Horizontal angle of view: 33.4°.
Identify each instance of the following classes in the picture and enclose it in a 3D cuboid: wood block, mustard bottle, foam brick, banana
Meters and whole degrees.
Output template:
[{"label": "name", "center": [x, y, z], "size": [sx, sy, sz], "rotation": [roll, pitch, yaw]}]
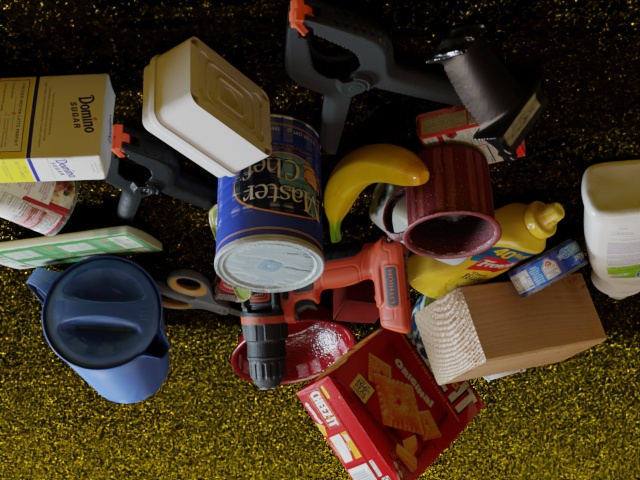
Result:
[{"label": "wood block", "center": [0.225, 0.102, 1.258], "size": [0.205, 0.091, 0.090], "rotation": [-5, 158, -37]}, {"label": "mustard bottle", "center": [0.191, 0.006, 1.184], "size": [0.096, 0.058, 0.192], "rotation": [13, 148, -39]}, {"label": "foam brick", "center": [0.046, 0.050, 1.237], "size": [0.051, 0.078, 0.053], "rotation": [8, 149, -14]}, {"label": "banana", "center": [0.047, -0.059, 1.048], "size": [0.037, 0.069, 0.198], "rotation": [-26, 175, -28]}]

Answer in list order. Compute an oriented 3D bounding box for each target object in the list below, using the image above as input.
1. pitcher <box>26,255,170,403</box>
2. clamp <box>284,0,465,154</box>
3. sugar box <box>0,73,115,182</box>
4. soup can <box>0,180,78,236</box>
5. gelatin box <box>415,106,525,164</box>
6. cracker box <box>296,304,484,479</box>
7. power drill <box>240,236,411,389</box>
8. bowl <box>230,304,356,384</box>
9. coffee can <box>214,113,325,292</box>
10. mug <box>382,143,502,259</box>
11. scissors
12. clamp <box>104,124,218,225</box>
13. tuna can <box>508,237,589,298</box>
[{"label": "pitcher", "center": [-0.254, 0.113, 1.284], "size": [0.145, 0.149, 0.243], "rotation": [-15, 160, -8]}, {"label": "clamp", "center": [0.041, -0.148, 0.933], "size": [0.165, 0.036, 0.209], "rotation": [-13, 151, 19]}, {"label": "sugar box", "center": [-0.275, -0.098, 0.951], "size": [0.176, 0.093, 0.048], "rotation": [0, 151, -1]}, {"label": "soup can", "center": [-0.301, -0.053, 1.054], "size": [0.102, 0.068, 0.069], "rotation": [25, 141, -37]}, {"label": "gelatin box", "center": [0.145, -0.101, 1.026], "size": [0.089, 0.030, 0.073], "rotation": [-12, 149, 20]}, {"label": "cracker box", "center": [0.092, 0.196, 1.310], "size": [0.072, 0.164, 0.213], "rotation": [-34, 179, 42]}, {"label": "power drill", "center": [0.004, 0.068, 1.166], "size": [0.188, 0.184, 0.057], "rotation": [-4, -178, 8]}, {"label": "bowl", "center": [-0.038, 0.123, 1.366], "size": [0.162, 0.055, 0.162], "rotation": [-9, 146, -6]}, {"label": "coffee can", "center": [-0.048, -0.035, 1.022], "size": [0.103, 0.140, 0.103], "rotation": [-1, 150, -1]}, {"label": "mug", "center": [0.113, -0.035, 1.026], "size": [0.117, 0.081, 0.093], "rotation": [-18, 147, 29]}, {"label": "scissors", "center": [-0.123, 0.074, 1.333], "size": [0.201, 0.016, 0.096], "rotation": [12, 147, -23]}, {"label": "clamp", "center": [-0.163, -0.063, 1.074], "size": [0.120, 0.039, 0.171], "rotation": [-9, 157, 1]}, {"label": "tuna can", "center": [0.255, 0.030, 1.198], "size": [0.086, 0.034, 0.086], "rotation": [-29, 175, -3]}]
